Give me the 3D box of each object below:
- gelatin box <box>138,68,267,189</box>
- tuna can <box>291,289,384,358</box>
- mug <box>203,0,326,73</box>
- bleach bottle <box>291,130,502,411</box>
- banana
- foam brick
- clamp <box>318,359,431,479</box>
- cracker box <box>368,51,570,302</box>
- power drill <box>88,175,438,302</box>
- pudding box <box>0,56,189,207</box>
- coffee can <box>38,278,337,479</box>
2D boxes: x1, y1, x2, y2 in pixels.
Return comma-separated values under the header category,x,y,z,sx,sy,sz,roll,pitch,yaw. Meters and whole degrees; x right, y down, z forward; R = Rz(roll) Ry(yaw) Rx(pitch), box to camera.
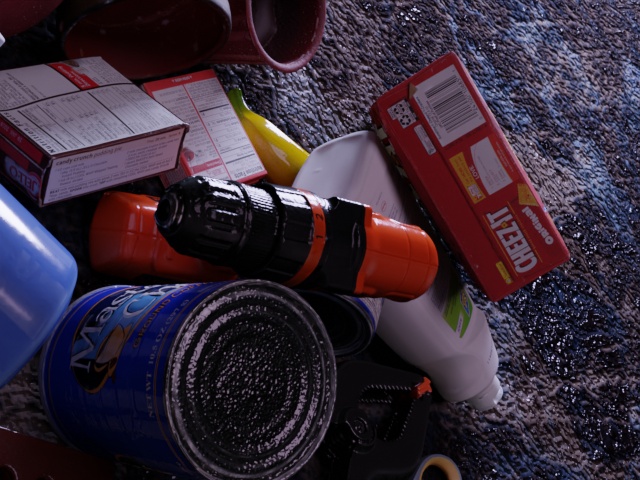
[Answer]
category,x,y,z,sx,sy,sz,roll,pitch,yaw
gelatin box,-0.087,-0.070,0.742,0.073,0.030,0.089,-25,88,-51
tuna can,-0.002,0.043,0.724,0.086,0.086,0.033,39,47,-24
mug,-0.048,-0.170,0.779,0.117,0.082,0.093,-13,107,-53
bleach bottle,0.068,0.043,0.790,0.250,0.068,0.102,54,37,-29
banana,0.007,-0.045,0.819,0.197,0.037,0.069,33,51,-30
foam brick,-0.153,0.132,0.543,0.078,0.051,0.053,26,52,-34
clamp,0.008,0.127,0.722,0.164,0.036,0.209,54,36,4
cracker box,0.104,-0.050,0.819,0.164,0.072,0.213,59,4,-4
power drill,-0.054,0.001,0.613,0.184,0.188,0.057,15,82,-42
pudding box,-0.149,-0.068,0.640,0.090,0.039,0.113,39,37,23
coffee can,-0.074,0.073,0.570,0.102,0.141,0.103,3,85,-38
